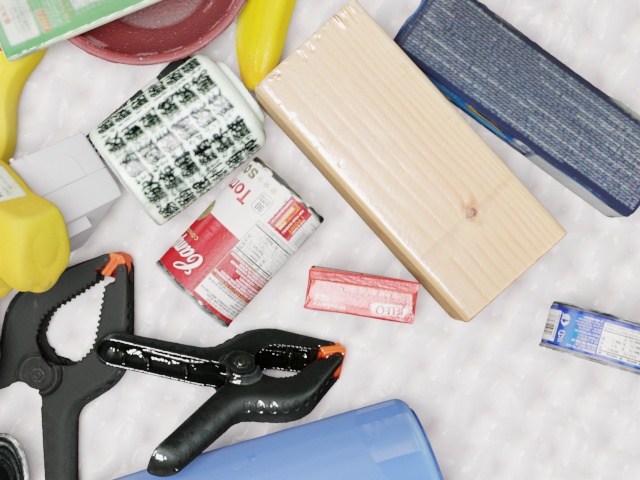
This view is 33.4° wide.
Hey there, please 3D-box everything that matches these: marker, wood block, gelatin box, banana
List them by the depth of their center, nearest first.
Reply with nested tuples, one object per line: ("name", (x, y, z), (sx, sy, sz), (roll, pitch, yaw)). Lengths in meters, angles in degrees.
("gelatin box", (0.027, 0.037, 0.728), (0.073, 0.089, 0.030), (8, 90, 0))
("wood block", (0.058, -0.051, 0.729), (0.091, 0.090, 0.206), (-42, 89, -1))
("banana", (-0.012, -0.198, 0.746), (0.070, 0.037, 0.198), (36, 92, 39))
("marker", (-0.137, -0.090, 0.765), (0.121, 0.020, 0.020), (-41, 89, 0))

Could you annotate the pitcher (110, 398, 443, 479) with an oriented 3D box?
("pitcher", (-0.036, 0.198, 0.701), (0.242, 0.145, 0.149), (-18, 78, -4))

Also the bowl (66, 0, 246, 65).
("bowl", (-0.122, -0.198, 0.747), (0.162, 0.055, 0.162), (0, 90, 0))

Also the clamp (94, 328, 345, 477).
("clamp", (-0.066, 0.091, 0.728), (0.171, 0.039, 0.120), (-13, 50, -36))

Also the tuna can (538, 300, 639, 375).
("tuna can", (0.195, 0.068, 0.728), (0.086, 0.086, 0.034), (16, 88, 0))

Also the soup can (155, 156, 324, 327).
("soup can", (-0.055, 0.001, 0.739), (0.068, 0.068, 0.102), (43, 89, 1))

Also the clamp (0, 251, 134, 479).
("clamp", (-0.190, 0.103, 0.755), (0.164, 0.036, 0.210), (41, 93, 0))
